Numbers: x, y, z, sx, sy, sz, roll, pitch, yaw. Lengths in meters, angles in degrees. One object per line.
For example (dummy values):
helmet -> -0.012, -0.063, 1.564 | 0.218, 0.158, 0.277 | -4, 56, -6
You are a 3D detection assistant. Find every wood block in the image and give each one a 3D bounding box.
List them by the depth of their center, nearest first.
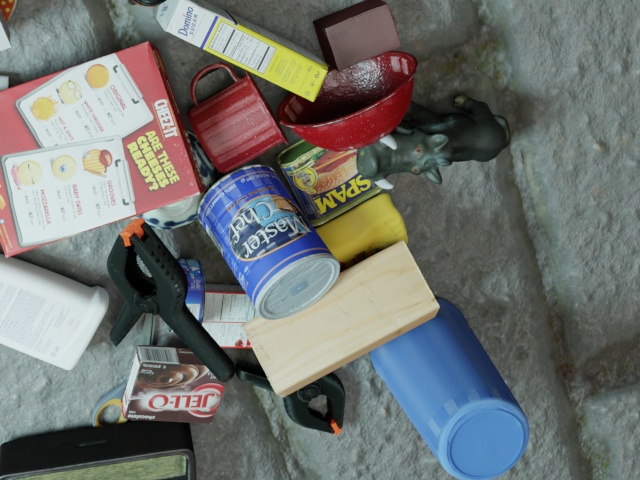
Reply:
wood block -> 0.024, 0.092, 1.228 | 0.206, 0.091, 0.090 | -27, 79, -3

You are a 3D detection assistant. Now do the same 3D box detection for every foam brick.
foam brick -> 0.040, -0.228, 1.177 | 0.078, 0.051, 0.053 | -22, 115, -6

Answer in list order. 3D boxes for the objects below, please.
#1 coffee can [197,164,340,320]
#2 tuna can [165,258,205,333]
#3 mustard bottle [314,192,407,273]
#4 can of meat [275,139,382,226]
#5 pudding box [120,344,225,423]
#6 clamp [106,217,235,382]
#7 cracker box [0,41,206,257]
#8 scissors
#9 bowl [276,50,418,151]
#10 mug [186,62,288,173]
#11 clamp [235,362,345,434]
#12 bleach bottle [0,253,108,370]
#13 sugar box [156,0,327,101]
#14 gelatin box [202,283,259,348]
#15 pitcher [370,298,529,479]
coffee can -> -0.058, 0.001, 1.168 | 0.102, 0.140, 0.103 | -27, 152, -16
tuna can -> -0.156, 0.063, 1.223 | 0.033, 0.086, 0.086 | 1, 111, -17
mustard bottle -> 0.007, 0.017, 1.252 | 0.191, 0.058, 0.096 | -27, 157, -2
can of meat -> 0.010, -0.079, 1.227 | 0.102, 0.057, 0.084 | -29, 113, -3
pudding box -> -0.172, 0.171, 1.264 | 0.113, 0.039, 0.090 | 8, 120, -21
clamp -> -0.169, 0.066, 1.140 | 0.165, 0.036, 0.210 | 19, 138, 19
cracker box -> -0.246, -0.093, 1.106 | 0.213, 0.072, 0.164 | -18, 96, 3
scissors -> -0.233, 0.159, 1.280 | 0.096, 0.016, 0.202 | -9, 113, -13
bowl -> 0.036, -0.142, 1.150 | 0.162, 0.162, 0.055 | -26, 117, -4
mug -> -0.098, -0.136, 1.160 | 0.081, 0.093, 0.117 | -29, 106, 3
clamp -> -0.013, 0.173, 1.333 | 0.120, 0.039, 0.171 | -39, 122, 7
bleach bottle -> -0.368, 0.050, 1.175 | 0.250, 0.068, 0.102 | 28, 99, -21
sugar box -> -0.084, -0.209, 1.128 | 0.176, 0.093, 0.048 | 20, 105, -21
gelatin box -> -0.108, 0.090, 1.278 | 0.089, 0.030, 0.073 | 2, 109, -17
pitcher -> 0.156, 0.185, 1.270 | 0.149, 0.243, 0.145 | 28, 104, -23
